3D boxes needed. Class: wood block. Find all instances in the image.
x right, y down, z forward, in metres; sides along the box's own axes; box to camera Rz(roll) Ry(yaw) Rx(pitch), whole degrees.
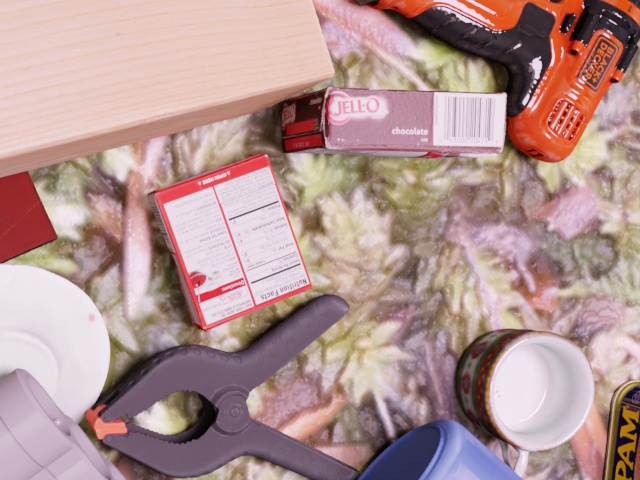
[{"bbox_3d":[-0.108,-0.098,0.557,0.205,0.090,0.091,-20,93,-35],"label":"wood block"}]

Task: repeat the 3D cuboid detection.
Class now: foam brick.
[{"bbox_3d":[-0.185,-0.026,0.590,0.051,0.053,0.078,-25,98,-15],"label":"foam brick"}]

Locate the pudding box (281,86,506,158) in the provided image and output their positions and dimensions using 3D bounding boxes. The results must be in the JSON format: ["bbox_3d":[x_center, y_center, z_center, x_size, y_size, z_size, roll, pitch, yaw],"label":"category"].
[{"bbox_3d":[0.041,-0.069,0.638,0.113,0.090,0.039,1,93,-18],"label":"pudding box"}]

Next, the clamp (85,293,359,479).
[{"bbox_3d":[-0.050,0.108,0.644,0.171,0.039,0.120,-14,92,-18],"label":"clamp"}]

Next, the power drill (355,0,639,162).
[{"bbox_3d":[0.126,-0.168,0.677,0.187,0.057,0.184,30,83,-16],"label":"power drill"}]

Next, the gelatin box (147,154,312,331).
[{"bbox_3d":[-0.054,0.001,0.643,0.073,0.030,0.089,-21,98,-17],"label":"gelatin box"}]
